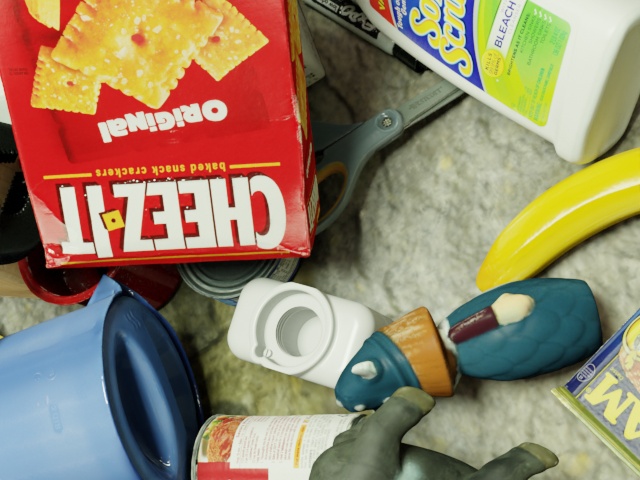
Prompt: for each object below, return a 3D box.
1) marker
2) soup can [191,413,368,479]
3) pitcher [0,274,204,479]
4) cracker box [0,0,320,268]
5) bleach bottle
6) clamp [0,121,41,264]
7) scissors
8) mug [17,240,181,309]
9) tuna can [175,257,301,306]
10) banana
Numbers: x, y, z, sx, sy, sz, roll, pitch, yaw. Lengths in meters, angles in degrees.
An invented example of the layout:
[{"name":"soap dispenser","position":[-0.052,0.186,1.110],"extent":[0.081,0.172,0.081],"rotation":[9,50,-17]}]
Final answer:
[{"name":"marker","position":[0.031,-0.148,0.732],"extent":[0.121,0.020,0.020],"rotation":[38,93,29]},{"name":"soup can","position":[-0.017,0.138,0.644],"extent":[0.102,0.068,0.068],"rotation":[-5,73,24]},{"name":"pitcher","position":[-0.200,0.136,0.657],"extent":[0.243,0.145,0.149],"rotation":[-18,25,13]},{"name":"cracker box","position":[-0.092,-0.092,0.601],"extent":[0.164,0.072,0.214],"rotation":[-2,117,7]},{"name":"bleach bottle","position":[0.079,-0.147,0.660],"extent":[0.251,0.067,0.103],"rotation":[33,130,29]},{"name":"clamp","position":[-0.221,-0.024,0.637],"extent":[0.036,0.164,0.209],"rotation":[-15,28,24]},{"name":"scissors","position":[0.025,-0.081,0.695],"extent":[0.201,0.016,0.096],"rotation":[-45,66,-6]},{"name":"mug","position":[-0.139,-0.002,0.736],"extent":[0.117,0.081,0.093],"rotation":[-50,61,5]},{"name":"tuna can","position":[-0.055,0.001,0.722],"extent":[0.086,0.033,0.086],"rotation":[-7,72,24]},{"name":"banana","position":[0.180,-0.019,0.612],"extent":[0.198,0.037,0.069],"rotation":[-13,70,22]}]
